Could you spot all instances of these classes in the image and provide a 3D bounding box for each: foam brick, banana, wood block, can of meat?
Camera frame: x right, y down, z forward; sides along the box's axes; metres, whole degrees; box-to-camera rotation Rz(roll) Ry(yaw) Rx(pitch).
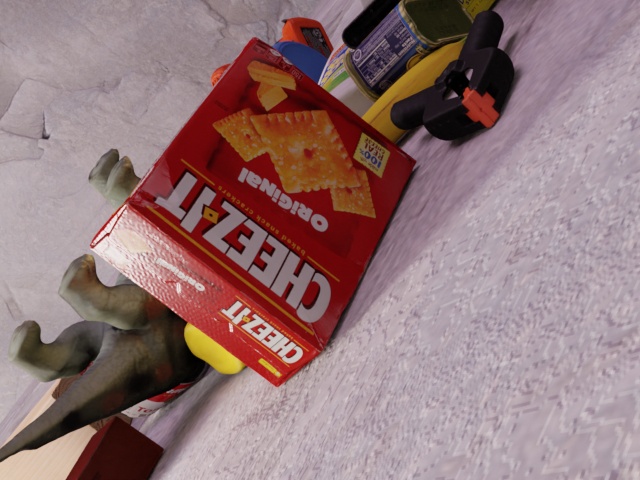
[{"bbox_3d":[-0.178,0.198,0.893,0.051,0.053,0.078,-41,14,43],"label":"foam brick"},{"bbox_3d":[0.068,-0.109,0.954,0.198,0.037,0.069,-43,-16,24],"label":"banana"},{"bbox_3d":[-0.301,0.248,1.128,0.206,0.090,0.090,-50,10,10],"label":"wood block"},{"bbox_3d":[0.084,-0.178,0.974,0.101,0.057,0.084,-23,-15,-49],"label":"can of meat"}]

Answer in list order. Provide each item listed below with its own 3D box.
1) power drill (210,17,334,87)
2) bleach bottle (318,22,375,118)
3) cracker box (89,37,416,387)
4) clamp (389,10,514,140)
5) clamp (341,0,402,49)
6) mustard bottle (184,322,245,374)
[{"bbox_3d":[-0.050,-0.173,1.329,0.057,0.184,0.188,-12,-18,-47],"label":"power drill"},{"bbox_3d":[0.036,-0.171,1.115,0.103,0.068,0.250,-40,21,23],"label":"bleach bottle"},{"bbox_3d":[-0.038,-0.029,0.772,0.072,0.164,0.213,-43,13,45],"label":"cracker box"},{"bbox_3d":[0.112,-0.124,0.807,0.120,0.039,0.171,-55,17,5],"label":"clamp"},{"bbox_3d":[0.116,-0.272,0.985,0.209,0.036,0.165,-45,2,-30],"label":"clamp"},{"bbox_3d":[-0.037,0.018,0.889,0.191,0.058,0.096,-55,-4,-22],"label":"mustard bottle"}]
